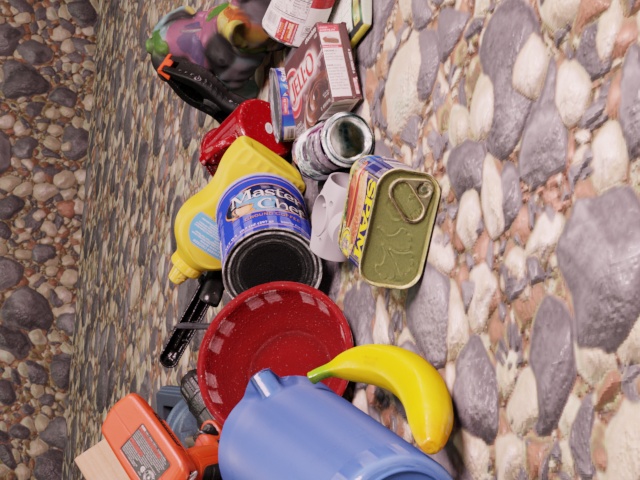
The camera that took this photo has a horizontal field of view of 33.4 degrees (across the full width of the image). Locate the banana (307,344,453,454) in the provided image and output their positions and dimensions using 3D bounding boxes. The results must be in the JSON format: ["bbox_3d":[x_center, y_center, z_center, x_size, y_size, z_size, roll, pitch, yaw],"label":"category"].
[{"bbox_3d":[0.061,0.119,0.858,0.069,0.037,0.198,-46,24,-13],"label":"banana"}]

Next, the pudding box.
[{"bbox_3d":[0.001,-0.165,1.123,0.114,0.039,0.090,141,119,-62],"label":"pudding box"}]

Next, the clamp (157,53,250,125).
[{"bbox_3d":[-0.131,-0.173,1.368,0.039,0.171,0.120,-56,1,-28],"label":"clamp"}]

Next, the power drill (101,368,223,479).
[{"bbox_3d":[-0.122,0.191,1.037,0.057,0.187,0.185,-51,60,15],"label":"power drill"}]

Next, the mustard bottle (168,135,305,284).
[{"bbox_3d":[-0.111,-0.022,1.230,0.192,0.096,0.058,-49,31,15],"label":"mustard bottle"}]

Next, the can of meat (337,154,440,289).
[{"bbox_3d":[0.056,-0.019,0.921,0.084,0.057,0.102,-134,54,-69],"label":"can of meat"}]

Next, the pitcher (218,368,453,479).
[{"bbox_3d":[0.018,0.207,0.875,0.243,0.149,0.145,12,80,67],"label":"pitcher"}]

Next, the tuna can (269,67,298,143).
[{"bbox_3d":[-0.037,-0.156,1.223,0.086,0.033,0.086,174,90,-82],"label":"tuna can"}]

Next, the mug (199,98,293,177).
[{"bbox_3d":[-0.093,-0.115,1.277,0.082,0.117,0.093,-38,73,44],"label":"mug"}]

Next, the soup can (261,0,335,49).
[{"bbox_3d":[-0.017,-0.264,1.136,0.068,0.068,0.102,-108,33,-49],"label":"soup can"}]

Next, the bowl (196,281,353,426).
[{"bbox_3d":[-0.038,0.124,1.056,0.055,0.162,0.162,53,-149,-61],"label":"bowl"}]

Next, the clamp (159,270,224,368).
[{"bbox_3d":[-0.138,0.057,1.344,0.165,0.036,0.209,-53,10,39],"label":"clamp"}]

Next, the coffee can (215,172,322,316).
[{"bbox_3d":[-0.057,0.001,1.136,0.140,0.102,0.103,-106,29,-62],"label":"coffee can"}]
